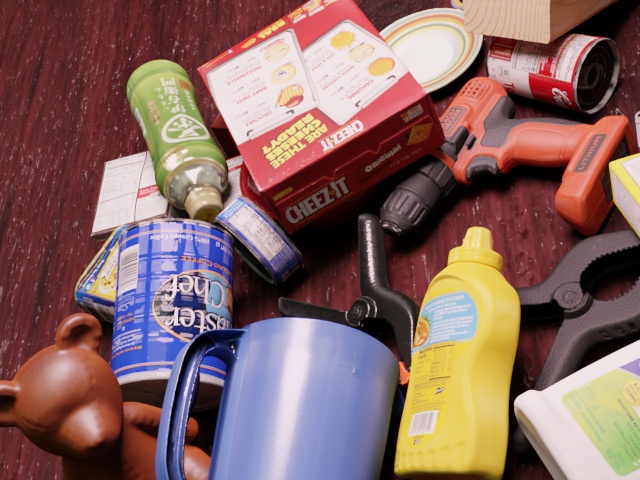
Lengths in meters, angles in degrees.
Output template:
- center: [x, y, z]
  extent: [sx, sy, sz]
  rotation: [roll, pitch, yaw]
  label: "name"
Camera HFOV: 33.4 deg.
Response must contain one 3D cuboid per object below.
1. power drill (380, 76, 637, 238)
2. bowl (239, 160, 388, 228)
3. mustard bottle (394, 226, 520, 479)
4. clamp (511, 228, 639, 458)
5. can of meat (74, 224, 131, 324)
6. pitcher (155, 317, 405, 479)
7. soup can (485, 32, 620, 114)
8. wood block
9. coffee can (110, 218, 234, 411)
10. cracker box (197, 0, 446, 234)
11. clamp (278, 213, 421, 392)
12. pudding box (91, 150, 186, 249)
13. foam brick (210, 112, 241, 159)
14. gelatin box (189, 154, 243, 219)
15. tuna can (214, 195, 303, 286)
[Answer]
- center: [0.161, -0.061, 0.922]
  extent: [0.188, 0.057, 0.184]
  rotation: [17, 62, 38]
  label: "power drill"
- center: [0.006, -0.065, 1.012]
  extent: [0.162, 0.055, 0.162]
  rotation: [-15, 46, 16]
  label: "bowl"
- center: [0.104, 0.081, 0.781]
  extent: [0.096, 0.058, 0.191]
  rotation: [-27, 48, 60]
  label: "mustard bottle"
- center: [0.194, 0.062, 0.809]
  extent: [0.210, 0.036, 0.164]
  rotation: [-29, 45, 8]
  label: "clamp"
- center: [-0.175, 0.036, 1.020]
  extent: [0.084, 0.057, 0.102]
  rotation: [12, 58, 38]
  label: "can of meat"
- center: [-0.032, 0.182, 0.752]
  extent: [0.149, 0.145, 0.242]
  rotation: [-1, 55, 18]
  label: "pitcher"
- center: [0.211, -0.160, 0.975]
  extent: [0.102, 0.068, 0.068]
  rotation: [24, 66, 41]
  label: "soup can"
- center: [0.226, -0.262, 0.988]
  extent: [0.091, 0.090, 0.205]
  rotation: [19, 38, 38]
  label: "wood block"
- center: [-0.125, 0.065, 0.907]
  extent: [0.103, 0.102, 0.140]
  rotation: [-11, 64, 20]
  label: "coffee can"
- center: [-0.005, -0.125, 0.979]
  extent: [0.164, 0.072, 0.214]
  rotation: [-31, 44, 2]
  label: "cracker box"
- center: [0.043, 0.055, 0.887]
  extent: [0.172, 0.039, 0.120]
  rotation: [41, 101, 42]
  label: "clamp"
- center: [-0.185, -0.044, 1.110]
  extent: [0.090, 0.039, 0.113]
  rotation: [-14, 44, 16]
  label: "pudding box"
- center: [-0.066, -0.125, 1.106]
  extent: [0.051, 0.053, 0.078]
  rotation: [11, 58, 35]
  label: "foam brick"
- center: [-0.093, -0.040, 1.062]
  extent: [0.073, 0.030, 0.089]
  rotation: [-20, 45, 13]
  label: "gelatin box"
- center: [-0.056, 0.001, 0.965]
  extent: [0.033, 0.086, 0.086]
  rotation: [-44, 45, -11]
  label: "tuna can"
